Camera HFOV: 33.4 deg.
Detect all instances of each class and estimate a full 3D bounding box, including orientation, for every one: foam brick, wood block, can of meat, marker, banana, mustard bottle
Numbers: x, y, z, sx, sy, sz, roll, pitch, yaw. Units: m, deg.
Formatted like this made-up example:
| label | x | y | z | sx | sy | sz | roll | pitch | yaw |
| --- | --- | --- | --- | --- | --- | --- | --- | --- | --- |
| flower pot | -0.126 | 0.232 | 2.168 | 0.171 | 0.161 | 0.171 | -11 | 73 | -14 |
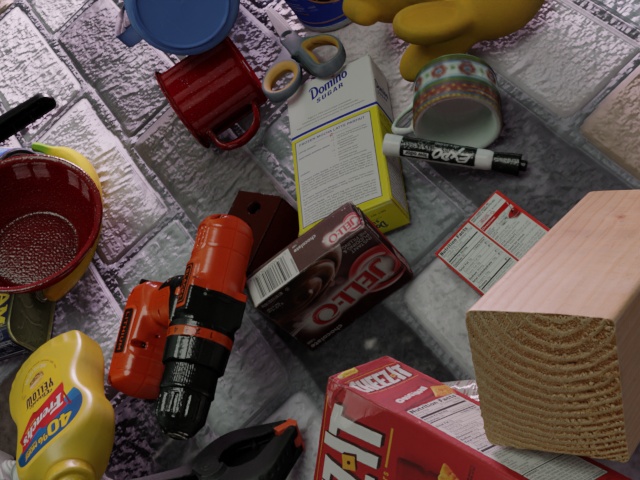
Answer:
| label | x | y | z | sx | sy | sz | roll | pitch | yaw |
| --- | --- | --- | --- | --- | --- | --- | --- | --- | --- |
| foam brick | -0.056 | 0.001 | 0.964 | 0.053 | 0.051 | 0.078 | 10 | 68 | 37 |
| wood block | 0.180 | 0.043 | 0.677 | 0.090 | 0.091 | 0.205 | 1 | 23 | 34 |
| can of meat | -0.322 | 0.073 | 1.094 | 0.084 | 0.057 | 0.102 | -18 | 54 | 27 |
| marker | 0.112 | -0.071 | 0.893 | 0.121 | 0.020 | 0.020 | 10 | 66 | 14 |
| banana | -0.262 | -0.027 | 1.123 | 0.069 | 0.037 | 0.198 | -17 | 58 | 5 |
| mustard bottle | -0.218 | 0.162 | 0.907 | 0.096 | 0.058 | 0.192 | -42 | 33 | 7 |

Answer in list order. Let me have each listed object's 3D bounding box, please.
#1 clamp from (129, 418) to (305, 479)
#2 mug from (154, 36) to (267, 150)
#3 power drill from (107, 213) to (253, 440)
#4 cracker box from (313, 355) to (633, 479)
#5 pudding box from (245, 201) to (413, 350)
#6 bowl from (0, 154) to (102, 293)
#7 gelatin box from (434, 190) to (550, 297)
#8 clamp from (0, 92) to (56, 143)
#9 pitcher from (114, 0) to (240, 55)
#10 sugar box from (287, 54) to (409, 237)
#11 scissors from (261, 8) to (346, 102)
| label | x | y | z | sx | sy | sz | roll | pitch | yaw |
| --- | --- | --- | --- | --- | --- | --- | --- | --- | --- |
| clamp | -0.094 | 0.189 | 0.832 | 0.171 | 0.039 | 0.120 | -29 | 34 | -34 |
| mug | -0.101 | -0.143 | 1.066 | 0.081 | 0.093 | 0.117 | -33 | 65 | 5 |
| power drill | -0.121 | 0.084 | 0.895 | 0.188 | 0.057 | 0.184 | -28 | 44 | 58 |
| cracker box | 0.088 | 0.193 | 0.681 | 0.214 | 0.071 | 0.164 | 23 | 113 | 40 |
| pudding box | 0.008 | 0.031 | 0.876 | 0.113 | 0.090 | 0.039 | -35 | 46 | 11 |
| bowl | -0.289 | -0.005 | 1.054 | 0.162 | 0.055 | 0.162 | -2 | 58 | 3 |
| gelatin box | 0.145 | 0.013 | 0.837 | 0.073 | 0.030 | 0.089 | -47 | 47 | 1 |
| clamp | -0.417 | -0.099 | 1.278 | 0.210 | 0.036 | 0.164 | 1 | 62 | 36 |
| pitcher | -0.146 | -0.267 | 1.089 | 0.145 | 0.149 | 0.243 | -2 | 28 | -5 |
| sugar box | 0.023 | -0.078 | 0.967 | 0.093 | 0.048 | 0.176 | -21 | 48 | 21 |
| scissors | -0.042 | -0.187 | 1.065 | 0.096 | 0.016 | 0.202 | -42 | 34 | -8 |
